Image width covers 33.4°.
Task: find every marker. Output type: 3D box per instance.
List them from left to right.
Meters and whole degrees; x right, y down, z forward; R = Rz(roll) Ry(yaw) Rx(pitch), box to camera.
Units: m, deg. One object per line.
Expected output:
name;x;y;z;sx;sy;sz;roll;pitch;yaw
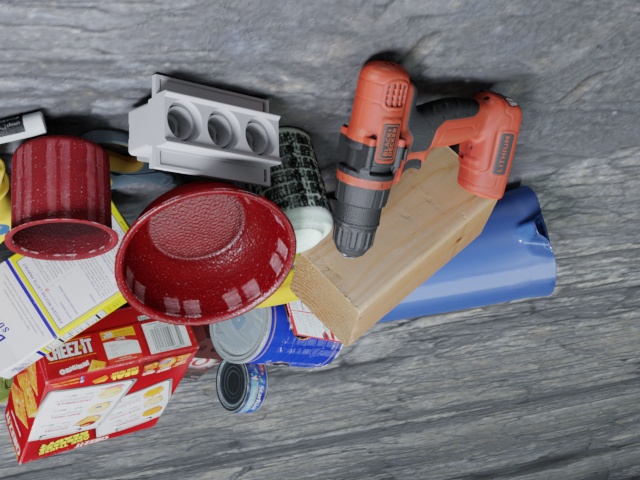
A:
marker;-0.286;-0.083;0.875;0.121;0.020;0.020;-14;155;-7

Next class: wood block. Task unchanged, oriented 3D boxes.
wood block;0.076;0.002;1.101;0.205;0.090;0.091;-38;162;-24

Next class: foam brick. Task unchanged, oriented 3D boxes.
foam brick;-0.136;0.114;1.336;0.078;0.051;0.053;10;143;-45

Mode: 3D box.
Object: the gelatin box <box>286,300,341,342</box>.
gelatin box;0.000;0.075;1.218;0.089;0.073;0.030;5;-153;45

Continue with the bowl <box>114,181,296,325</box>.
bowl;-0.105;0.001;0.948;0.162;0.055;0.162;-10;133;-11

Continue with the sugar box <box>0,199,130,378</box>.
sugar box;-0.249;0.045;1.012;0.176;0.093;0.048;-33;171;-6

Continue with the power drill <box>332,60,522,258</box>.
power drill;0.098;-0.074;1.008;0.187;0.057;0.184;-4;115;-37

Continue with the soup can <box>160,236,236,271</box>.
soup can;-0.107;0.003;1.033;0.102;0.068;0.069;28;134;-25

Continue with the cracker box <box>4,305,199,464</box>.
cracker box;-0.240;0.150;1.140;0.163;0.072;0.214;-11;154;-29

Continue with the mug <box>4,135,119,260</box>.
mug;-0.224;-0.032;0.907;0.093;0.081;0.117;8;155;-32

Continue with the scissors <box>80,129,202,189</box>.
scissors;-0.169;-0.055;1.012;0.096;0.016;0.201;-25;154;19

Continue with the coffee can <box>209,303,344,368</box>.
coffee can;-0.051;0.103;1.308;0.103;0.103;0.140;-36;150;33

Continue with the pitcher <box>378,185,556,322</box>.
pitcher;0.143;0.027;1.261;0.242;0.145;0.149;-12;123;-4

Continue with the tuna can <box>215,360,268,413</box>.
tuna can;-0.110;0.197;1.483;0.033;0.086;0.086;6;146;-38
